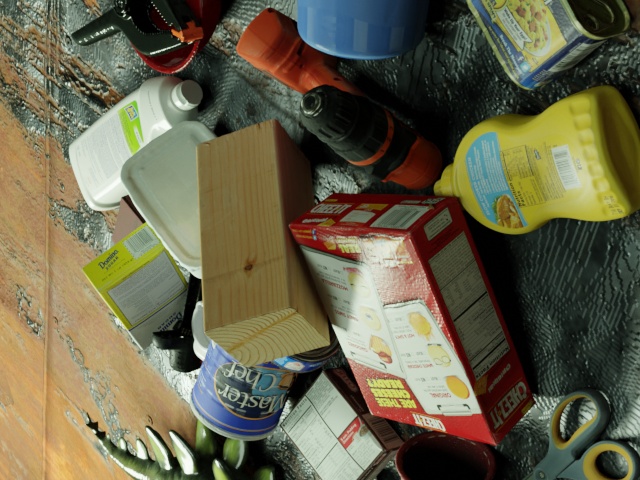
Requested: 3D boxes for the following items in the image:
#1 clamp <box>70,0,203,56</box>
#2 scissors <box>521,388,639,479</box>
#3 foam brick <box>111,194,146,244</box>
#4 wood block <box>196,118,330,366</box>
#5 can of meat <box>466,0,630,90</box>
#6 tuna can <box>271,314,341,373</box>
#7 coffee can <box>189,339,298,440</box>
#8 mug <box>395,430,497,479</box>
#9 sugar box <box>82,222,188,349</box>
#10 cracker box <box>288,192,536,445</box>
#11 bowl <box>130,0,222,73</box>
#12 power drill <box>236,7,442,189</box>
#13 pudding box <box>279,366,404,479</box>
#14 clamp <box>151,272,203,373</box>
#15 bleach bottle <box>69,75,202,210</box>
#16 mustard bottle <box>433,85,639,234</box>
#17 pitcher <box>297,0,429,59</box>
[{"bbox_3d":[-0.198,-0.261,1.112,0.210,0.036,0.165,27,126,38],"label":"clamp"},{"bbox_3d":[0.213,0.212,0.930,0.096,0.016,0.202,43,135,30],"label":"scissors"},{"bbox_3d":[-0.219,-0.017,1.323,0.053,0.051,0.078,48,137,25],"label":"foam brick"},{"bbox_3d":[-0.057,0.001,1.013,0.091,0.090,0.206,-17,57,17],"label":"wood block"},{"bbox_3d":[0.165,-0.173,0.789,0.084,0.057,0.102,-39,74,53],"label":"can of meat"},{"bbox_3d":[-0.019,0.085,1.054,0.086,0.086,0.034,61,149,12],"label":"tuna can"},{"bbox_3d":[-0.071,0.127,1.137,0.103,0.102,0.140,40,121,33],"label":"coffee can"},{"bbox_3d":[0.123,0.243,0.992,0.117,0.093,0.081,38,138,51],"label":"mug"},{"bbox_3d":[-0.205,0.056,1.246,0.048,0.093,0.176,49,168,23],"label":"sugar box"},{"bbox_3d":[0.081,0.064,0.943,0.164,0.072,0.213,4,124,52],"label":"cracker box"},{"bbox_3d":[-0.154,-0.262,1.134,0.162,0.055,0.162,24,123,43],"label":"bowl"},{"bbox_3d":[0.006,-0.125,0.921,0.057,0.184,0.188,-49,55,12],"label":"power drill"},{"bbox_3d":[0.021,0.203,1.122,0.114,0.039,0.090,50,118,27],"label":"pudding box"},{"bbox_3d":[-0.161,0.113,1.260,0.039,0.120,0.171,23,141,17],"label":"clamp"},{"bbox_3d":[-0.211,-0.120,1.262,0.251,0.067,0.102,-25,86,50],"label":"bleach bottle"},{"bbox_3d":[0.161,-0.054,0.843,0.192,0.058,0.096,-12,102,52],"label":"mustard bottle"},{"bbox_3d":[0.030,-0.277,0.850,0.149,0.144,0.243,-117,26,-55],"label":"pitcher"}]
